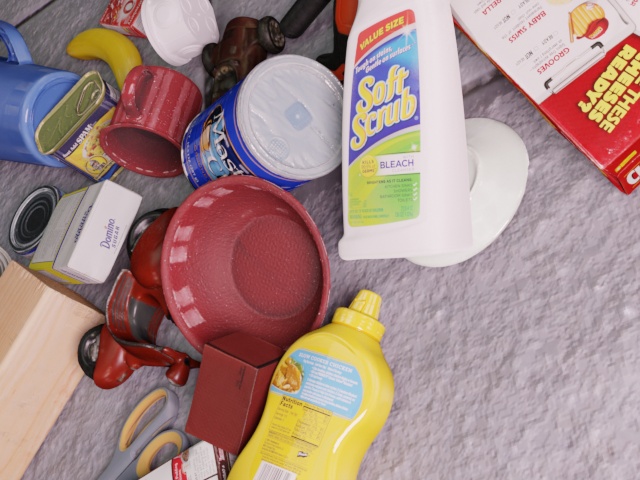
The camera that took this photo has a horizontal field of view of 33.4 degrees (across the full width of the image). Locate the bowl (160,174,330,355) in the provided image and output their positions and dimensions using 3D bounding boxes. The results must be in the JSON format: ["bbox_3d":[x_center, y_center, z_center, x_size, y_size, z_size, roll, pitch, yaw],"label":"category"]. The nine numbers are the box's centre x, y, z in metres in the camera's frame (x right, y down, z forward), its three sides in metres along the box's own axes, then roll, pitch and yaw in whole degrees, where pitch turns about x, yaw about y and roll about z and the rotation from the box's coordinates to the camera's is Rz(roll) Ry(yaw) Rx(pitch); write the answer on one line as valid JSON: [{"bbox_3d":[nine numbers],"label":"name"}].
[{"bbox_3d":[-0.052,0.025,0.881,0.162,0.055,0.162,3,97,28],"label":"bowl"}]

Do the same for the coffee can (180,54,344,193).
[{"bbox_3d":[-0.048,-0.087,0.906,0.141,0.102,0.102,-22,48,62],"label":"coffee can"}]

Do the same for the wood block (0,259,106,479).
[{"bbox_3d":[-0.305,0.136,1.043,0.091,0.090,0.206,27,84,46],"label":"wood block"}]

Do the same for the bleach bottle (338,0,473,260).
[{"bbox_3d":[0.056,-0.113,0.797,0.103,0.067,0.251,-4,91,38],"label":"bleach bottle"}]

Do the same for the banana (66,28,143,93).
[{"bbox_3d":[-0.248,-0.211,1.243,0.069,0.037,0.198,-49,43,6],"label":"banana"}]

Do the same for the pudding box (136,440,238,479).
[{"bbox_3d":[-0.107,0.220,0.853,0.114,0.039,0.090,-35,47,23],"label":"pudding box"}]

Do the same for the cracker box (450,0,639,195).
[{"bbox_3d":[0.203,-0.163,0.763,0.164,0.072,0.214,-45,57,13],"label":"cracker box"}]

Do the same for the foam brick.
[{"bbox_3d":[-0.065,0.119,0.839,0.053,0.051,0.078,22,107,24],"label":"foam brick"}]

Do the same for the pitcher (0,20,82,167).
[{"bbox_3d":[-0.366,-0.164,1.249,0.243,0.149,0.145,13,63,42],"label":"pitcher"}]

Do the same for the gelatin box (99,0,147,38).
[{"bbox_3d":[-0.215,-0.286,1.265,0.073,0.030,0.089,18,78,46],"label":"gelatin box"}]

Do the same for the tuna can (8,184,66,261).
[{"bbox_3d":[-0.305,-0.018,1.177,0.086,0.033,0.086,-22,52,31],"label":"tuna can"}]

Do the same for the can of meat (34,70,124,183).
[{"bbox_3d":[-0.239,-0.117,1.143,0.102,0.083,0.057,-44,44,12],"label":"can of meat"}]

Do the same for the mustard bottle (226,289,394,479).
[{"bbox_3d":[0.002,0.126,0.797,0.096,0.058,0.191,13,74,37],"label":"mustard bottle"}]

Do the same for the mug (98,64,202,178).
[{"bbox_3d":[-0.170,-0.128,1.071,0.093,0.117,0.081,4,60,19],"label":"mug"}]

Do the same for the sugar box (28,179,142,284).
[{"bbox_3d":[-0.236,-0.005,1.062,0.176,0.048,0.093,-1,64,62],"label":"sugar box"}]

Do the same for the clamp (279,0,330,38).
[{"bbox_3d":[0.013,-0.252,1.007,0.172,0.039,0.120,11,85,67],"label":"clamp"}]

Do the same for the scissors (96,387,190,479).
[{"bbox_3d":[-0.178,0.222,0.931,0.096,0.016,0.202,31,88,47],"label":"scissors"}]
